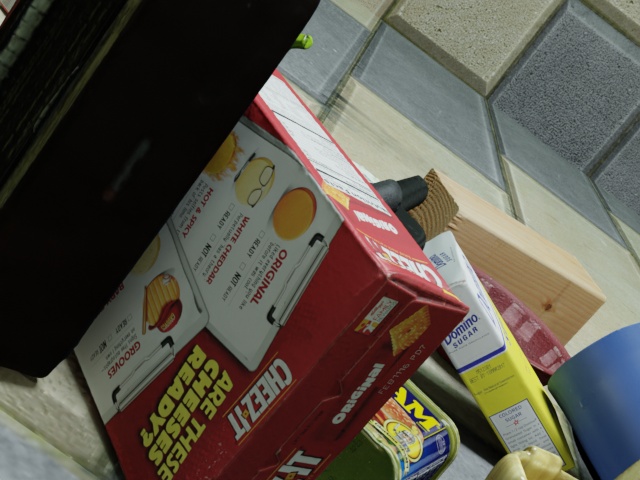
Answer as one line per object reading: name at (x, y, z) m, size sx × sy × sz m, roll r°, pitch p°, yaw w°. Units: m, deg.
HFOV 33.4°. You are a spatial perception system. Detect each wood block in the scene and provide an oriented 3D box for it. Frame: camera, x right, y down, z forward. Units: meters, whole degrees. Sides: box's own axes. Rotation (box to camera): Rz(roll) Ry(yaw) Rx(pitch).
wood block at (0.172, 0.026, 1.070) m, size 0.205 × 0.091 × 0.090 m, roll 29°, pitch 20°, yaw -27°

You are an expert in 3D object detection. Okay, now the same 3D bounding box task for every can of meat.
can of meat at (0.019, 0.107, 0.615) m, size 0.102 × 0.057 × 0.083 m, roll 43°, pitch 21°, yaw 20°

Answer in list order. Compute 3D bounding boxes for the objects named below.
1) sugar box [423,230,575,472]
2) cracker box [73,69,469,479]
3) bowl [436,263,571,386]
sugar box at (0.125, 0.086, 0.791) m, size 0.176 × 0.048 × 0.093 m, roll 60°, pitch 11°, yaw -19°
cracker box at (-0.049, 0.015, 0.527) m, size 0.072 × 0.164 × 0.214 m, roll 22°, pitch 25°, yaw -45°
bowl at (0.142, 0.081, 0.927) m, size 0.162 × 0.055 × 0.162 m, roll 34°, pitch 17°, yaw -12°
